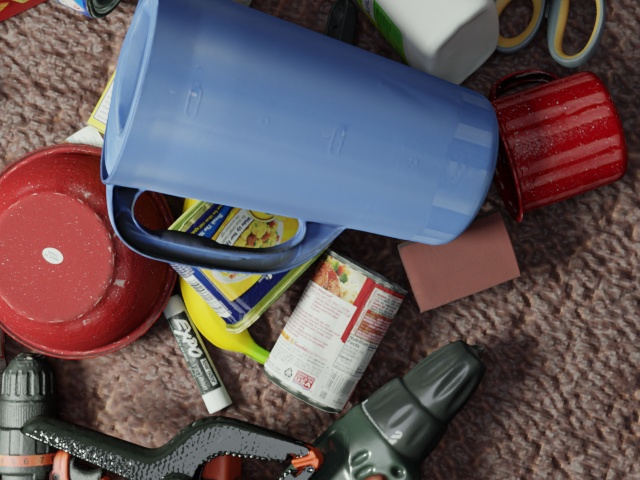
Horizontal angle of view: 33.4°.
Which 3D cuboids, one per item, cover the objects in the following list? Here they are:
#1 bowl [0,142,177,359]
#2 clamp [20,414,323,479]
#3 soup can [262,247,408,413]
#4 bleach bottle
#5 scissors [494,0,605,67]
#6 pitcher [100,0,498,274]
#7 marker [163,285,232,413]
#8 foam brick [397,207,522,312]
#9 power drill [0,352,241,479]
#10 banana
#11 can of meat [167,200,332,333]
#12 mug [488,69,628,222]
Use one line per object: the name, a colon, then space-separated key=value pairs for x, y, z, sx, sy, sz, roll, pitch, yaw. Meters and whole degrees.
bowl: x=-0.186 y=0.010 z=0.768 sx=0.162 sy=0.055 sz=0.162 roll=0 pitch=94 yaw=5
clamp: x=-0.098 y=0.188 z=0.741 sx=0.210 sy=0.036 sz=0.164 roll=-10 pitch=84 yaw=7
soup can: x=0.010 y=0.065 z=0.773 sx=0.068 sy=0.068 sz=0.102 roll=28 pitch=92 yaw=7
bleach bottle: x=0.021 y=-0.220 z=0.769 sx=0.068 sy=0.102 sz=0.251 roll=-41 pitch=73 yaw=-1
scissors: x=0.167 y=-0.218 z=0.784 sx=0.096 sy=0.016 sz=0.202 roll=-8 pitch=72 yaw=27
pitcher: x=-0.016 y=-0.064 z=0.690 sx=0.242 sy=0.149 sz=0.145 roll=14 pitch=52 yaw=-18
marker: x=-0.101 y=0.073 z=0.811 sx=0.020 sy=0.020 sz=0.121 roll=-26 pitch=85 yaw=6
foam brick: x=0.101 y=0.014 z=0.771 sx=0.078 sy=0.053 sz=0.051 roll=-21 pitch=86 yaw=7
power drill: x=-0.154 y=0.177 z=0.798 sx=0.188 sy=0.057 sz=0.184 roll=0 pitch=89 yaw=9
banana: x=-0.073 y=-0.003 z=0.804 sx=0.069 sy=0.037 sz=0.198 roll=-2 pitch=91 yaw=-19
can of meat: x=-0.055 y=0.001 z=0.759 sx=0.102 sy=0.057 sz=0.084 roll=-45 pitch=101 yaw=-14
mug: x=0.160 y=-0.078 z=0.755 sx=0.081 sy=0.093 sz=0.117 roll=-18 pitch=50 yaw=1
